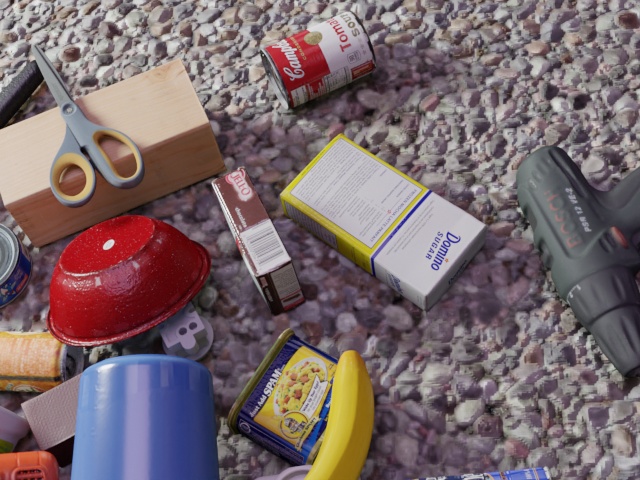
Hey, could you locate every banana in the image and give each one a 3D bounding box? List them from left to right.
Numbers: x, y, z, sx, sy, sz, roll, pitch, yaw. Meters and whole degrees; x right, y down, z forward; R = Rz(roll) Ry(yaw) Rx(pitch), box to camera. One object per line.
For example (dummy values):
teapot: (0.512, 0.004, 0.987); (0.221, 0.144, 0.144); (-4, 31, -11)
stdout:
banana: (0.001, 0.171, 0.834); (0.069, 0.037, 0.197); (44, 52, -6)

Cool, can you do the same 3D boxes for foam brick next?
foam brick: (-0.213, 0.156, 0.946); (0.078, 0.051, 0.053); (-27, 62, -6)

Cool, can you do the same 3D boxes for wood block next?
wood block: (-0.210, -0.085, 1.055); (0.206, 0.090, 0.091); (-23, 61, -5)

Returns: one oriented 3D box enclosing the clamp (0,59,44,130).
clamp: (-0.388, -0.103, 1.121); (0.164, 0.036, 0.210); (1, 62, 9)

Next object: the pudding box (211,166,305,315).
pudding box: (-0.056, 0.001, 0.984); (0.039, 0.090, 0.113); (-24, 61, -3)

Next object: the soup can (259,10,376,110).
soup can: (-0.002, -0.184, 1.089); (0.102, 0.068, 0.068); (-25, 61, -6)

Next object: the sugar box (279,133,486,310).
sugar box: (0.058, -0.019, 1.004); (0.176, 0.048, 0.093); (36, 72, 20)

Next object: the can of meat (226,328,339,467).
can of meat: (-0.017, 0.141, 0.921); (0.084, 0.057, 0.102); (27, 69, 19)

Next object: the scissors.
scissors: (-0.246, -0.104, 1.009); (0.096, 0.016, 0.202); (-43, 65, -14)

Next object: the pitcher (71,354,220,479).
pitcher: (-0.145, 0.221, 0.840); (0.149, 0.145, 0.243); (-1, 69, -6)

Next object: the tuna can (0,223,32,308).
tuna can: (-0.329, 0.025, 1.044); (0.086, 0.034, 0.086); (-4, 61, 7)

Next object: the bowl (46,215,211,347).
bowl: (-0.184, 0.025, 0.969); (0.162, 0.055, 0.162); (-15, 31, 9)
